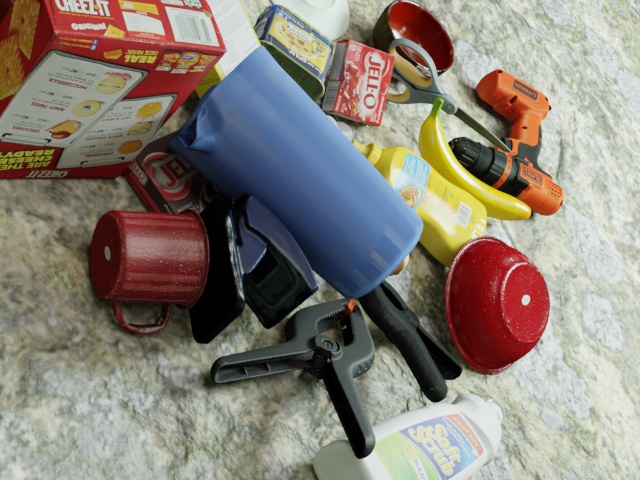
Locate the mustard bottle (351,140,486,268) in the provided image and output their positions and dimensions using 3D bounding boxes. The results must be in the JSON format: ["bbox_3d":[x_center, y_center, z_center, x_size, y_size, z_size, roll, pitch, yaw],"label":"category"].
[{"bbox_3d":[0.107,-0.054,1.251,0.191,0.058,0.096,36,52,-17],"label":"mustard bottle"}]

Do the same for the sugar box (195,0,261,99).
[{"bbox_3d":[-0.100,-0.188,1.131,0.093,0.048,0.176,-49,123,-48],"label":"sugar box"}]

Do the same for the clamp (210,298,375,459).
[{"bbox_3d":[-0.009,0.112,1.040,0.164,0.036,0.209,24,30,-1],"label":"clamp"}]

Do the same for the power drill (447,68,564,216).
[{"bbox_3d":[0.245,-0.138,1.425,0.184,0.057,0.187,27,51,-24],"label":"power drill"}]

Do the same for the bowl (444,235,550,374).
[{"bbox_3d":[0.215,0.072,1.225,0.161,0.055,0.162,7,80,-42],"label":"bowl"}]

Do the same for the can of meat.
[{"bbox_3d":[-0.037,-0.214,1.235,0.102,0.058,0.084,34,44,-20],"label":"can of meat"}]

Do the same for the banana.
[{"bbox_3d":[0.180,-0.083,1.327,0.197,0.070,0.037,48,23,-19],"label":"banana"}]

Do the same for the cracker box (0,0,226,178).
[{"bbox_3d":[-0.208,-0.135,0.925,0.163,0.214,0.072,-3,64,-41],"label":"cracker box"}]

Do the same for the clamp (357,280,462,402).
[{"bbox_3d":[0.093,0.096,1.149,0.171,0.039,0.120,56,11,14],"label":"clamp"}]

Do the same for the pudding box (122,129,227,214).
[{"bbox_3d":[-0.132,-0.064,1.070,0.090,0.039,0.113,54,43,3],"label":"pudding box"}]

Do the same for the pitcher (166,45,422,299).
[{"bbox_3d":[-0.016,-0.065,1.039,0.243,0.145,0.149,44,78,-6],"label":"pitcher"}]

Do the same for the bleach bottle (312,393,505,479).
[{"bbox_3d":[0.107,0.208,1.082,0.250,0.068,0.102,-20,77,-48],"label":"bleach bottle"}]

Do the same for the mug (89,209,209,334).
[{"bbox_3d":[-0.159,0.027,0.965,0.081,0.093,0.117,4,98,-33],"label":"mug"}]

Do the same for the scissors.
[{"bbox_3d":[0.143,-0.166,1.338,0.201,0.096,0.016,48,42,-17],"label":"scissors"}]

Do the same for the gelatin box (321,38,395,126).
[{"bbox_3d":[0.047,-0.188,1.277,0.073,0.030,0.089,13,91,-35],"label":"gelatin box"}]
